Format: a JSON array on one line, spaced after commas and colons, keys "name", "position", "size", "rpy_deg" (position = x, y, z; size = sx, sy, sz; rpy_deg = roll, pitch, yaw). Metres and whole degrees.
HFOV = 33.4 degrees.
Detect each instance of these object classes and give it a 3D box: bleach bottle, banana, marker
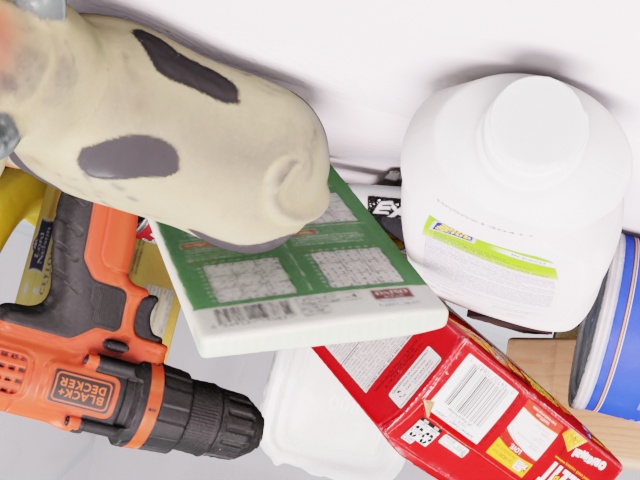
[{"name": "bleach bottle", "position": [0.084, -0.012, 0.435], "size": [0.102, 0.068, 0.251], "rpy_deg": [15, 172, 8]}, {"name": "banana", "position": [-0.214, -0.016, 0.744], "size": [0.037, 0.069, 0.197], "rpy_deg": [-14, -173, 7]}, {"name": "marker", "position": [0.046, -0.021, 0.588], "size": [0.121, 0.020, 0.020], "rpy_deg": [6, 172, 16]}]

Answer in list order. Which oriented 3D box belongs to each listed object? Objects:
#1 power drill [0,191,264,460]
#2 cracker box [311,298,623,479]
[{"name": "power drill", "position": [-0.097, 0.024, 0.607], "size": [0.184, 0.187, 0.057], "rpy_deg": [19, 172, -26]}, {"name": "cracker box", "position": [0.056, 0.068, 0.637], "size": [0.164, 0.072, 0.214], "rpy_deg": [38, -177, -36]}]
